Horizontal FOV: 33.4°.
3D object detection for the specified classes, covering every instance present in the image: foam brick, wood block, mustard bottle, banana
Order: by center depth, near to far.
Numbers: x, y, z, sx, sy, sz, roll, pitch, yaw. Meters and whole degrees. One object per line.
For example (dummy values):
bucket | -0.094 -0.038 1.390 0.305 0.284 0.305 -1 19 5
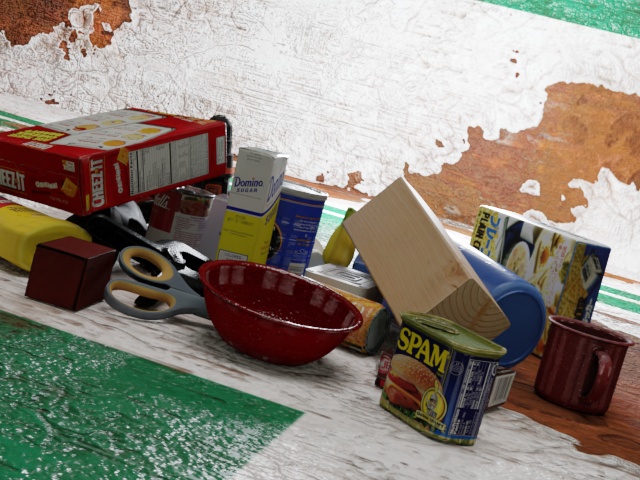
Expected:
foam brick | -0.233 0.030 1.001 0.051 0.053 0.078 16 7 7
mustard bottle | -0.337 -0.017 1.122 0.192 0.058 0.096 19 11 34
wood block | 0.111 0.033 1.161 0.090 0.091 0.206 46 10 -36
banana | 0.029 0.009 1.333 0.037 0.069 0.198 33 -7 3

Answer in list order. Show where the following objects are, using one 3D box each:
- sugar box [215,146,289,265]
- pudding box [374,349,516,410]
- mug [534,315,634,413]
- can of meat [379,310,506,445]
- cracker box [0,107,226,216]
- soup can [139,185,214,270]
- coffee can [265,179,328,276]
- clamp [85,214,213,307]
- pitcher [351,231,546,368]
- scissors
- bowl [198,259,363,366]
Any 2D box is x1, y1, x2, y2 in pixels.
sugar box | -0.076 -0.009 1.119 0.048 0.176 0.093 16 7 6
pudding box | 0.118 0.130 1.005 0.090 0.039 0.113 19 8 34
mug | 0.278 0.135 1.122 0.093 0.081 0.117 14 7 -9
can of meat | 0.100 0.115 0.903 0.057 0.084 0.102 10 9 -33
cracker box | -0.235 -0.093 1.191 0.164 0.072 0.213 14 23 37
soup can | -0.169 -0.013 1.253 0.068 0.102 0.068 15 8 -2
coffee can | -0.058 0.001 1.219 0.103 0.140 0.103 15 7 -2
clamp | -0.172 0.021 1.130 0.120 0.039 0.171 54 18 17
pitcher | 0.164 0.061 1.277 0.145 0.149 0.243 53 -11 -32
scissors | -0.119 0.053 1.054 0.201 0.016 0.096 10 43 -29
bowl | -0.044 0.073 1.001 0.162 0.055 0.162 17 13 -4
